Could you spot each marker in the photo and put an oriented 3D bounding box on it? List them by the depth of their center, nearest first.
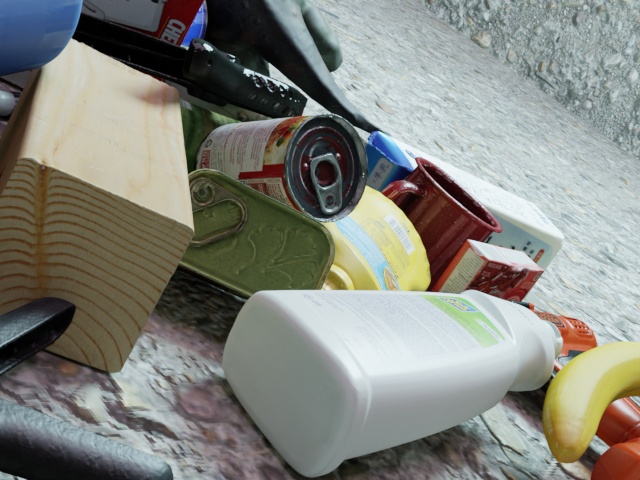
[{"bbox_3d":[-0.205,-0.094,0.746,0.020,0.020,0.120,41,20,24],"label":"marker"}]

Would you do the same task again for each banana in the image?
[{"bbox_3d":[0.193,0.098,0.695,0.197,0.037,0.070,-4,35,-44],"label":"banana"}]

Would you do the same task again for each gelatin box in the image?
[{"bbox_3d":[0.128,0.041,0.847,0.089,0.073,0.030,11,29,-49],"label":"gelatin box"}]

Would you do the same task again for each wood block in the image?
[{"bbox_3d":[-0.132,-0.031,0.589,0.090,0.091,0.206,24,20,-20],"label":"wood block"}]

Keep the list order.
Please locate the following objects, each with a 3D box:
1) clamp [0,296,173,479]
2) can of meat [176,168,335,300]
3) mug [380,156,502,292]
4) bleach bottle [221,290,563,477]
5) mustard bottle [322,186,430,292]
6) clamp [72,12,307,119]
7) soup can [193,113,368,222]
[{"bbox_3d":[-0.139,0.068,0.410,0.120,0.039,0.171,38,25,32],"label":"clamp"},{"bbox_3d":[-0.054,0.001,0.641,0.102,0.057,0.084,26,-9,-19],"label":"can of meat"},{"bbox_3d":[0.081,-0.012,0.873,0.117,0.081,0.093,23,23,-48],"label":"mug"},{"bbox_3d":[0.067,0.072,0.631,0.250,0.068,0.103,1,34,-44],"label":"bleach bottle"},{"bbox_3d":[0.022,0.021,0.743,0.096,0.058,0.191,57,21,-1],"label":"mustard bottle"},{"bbox_3d":[-0.086,-0.119,0.755,0.165,0.036,0.209,21,4,30],"label":"clamp"},{"bbox_3d":[-0.028,-0.046,0.698,0.068,0.068,0.102,16,-9,-40],"label":"soup can"}]
